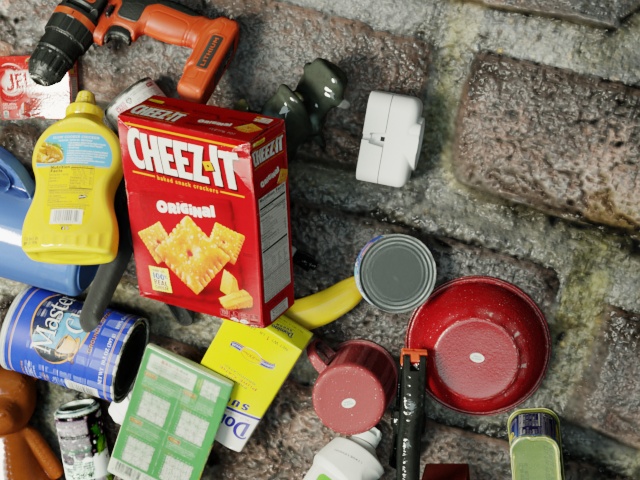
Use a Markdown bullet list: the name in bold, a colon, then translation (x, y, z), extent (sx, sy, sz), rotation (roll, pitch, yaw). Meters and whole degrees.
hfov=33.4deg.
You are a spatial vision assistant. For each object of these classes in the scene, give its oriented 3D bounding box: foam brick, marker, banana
- **foam brick**: translation (0.139, 0.285, 1.185), extent (0.051, 0.078, 0.053), rotation (-3, 97, 12)
- **marker**: translation (-0.058, 0.001, 1.202), extent (0.121, 0.020, 0.020), rotation (28, 104, 5)
- **banana**: translation (-0.039, 0.073, 1.202), extent (0.198, 0.037, 0.069), rotation (-1, 101, 11)

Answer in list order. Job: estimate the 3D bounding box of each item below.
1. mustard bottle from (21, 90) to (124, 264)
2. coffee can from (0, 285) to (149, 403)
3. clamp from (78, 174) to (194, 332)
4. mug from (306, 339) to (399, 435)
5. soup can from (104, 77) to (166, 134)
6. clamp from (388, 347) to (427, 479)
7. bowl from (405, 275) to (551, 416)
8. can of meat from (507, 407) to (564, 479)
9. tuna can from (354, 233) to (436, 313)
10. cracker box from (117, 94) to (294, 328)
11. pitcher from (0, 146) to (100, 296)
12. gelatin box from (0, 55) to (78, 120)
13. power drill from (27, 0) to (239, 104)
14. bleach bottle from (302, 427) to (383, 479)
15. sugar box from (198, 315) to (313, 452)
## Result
- **mustard bottle**: translation (-0.257, -0.071, 1.132), extent (0.096, 0.058, 0.191), rotation (0, 69, 2)
- **coffee can**: translation (-0.281, 0.118, 1.223), extent (0.140, 0.102, 0.103), rotation (16, 103, 8)
- **clamp**: translation (-0.215, 0.003, 1.177), extent (0.036, 0.164, 0.210), rotation (-11, 89, 34)
- **mug**: translation (0.029, 0.156, 1.180), extent (0.093, 0.081, 0.117), rotation (-42, 90, 15)
- **soup can**: translation (-0.181, -0.121, 1.179), extent (0.068, 0.068, 0.102), rotation (-39, 90, 15)
- **clamp**: translation (0.095, 0.203, 1.143), extent (0.039, 0.120, 0.171), rotation (-1, 113, -6)
- **bowl**: translation (0.170, 0.122, 1.161), extent (0.162, 0.055, 0.162), rotation (2, 100, 10)
- **can of meat**: translation (0.234, 0.243, 1.155), extent (0.057, 0.084, 0.102), rotation (-5, 99, 12)
- **tuna can**: translation (0.080, 0.035, 1.160), extent (0.086, 0.034, 0.086), rotation (0, 92, -8)
- **cracker box**: translation (-0.116, -0.028, 1.095), extent (0.164, 0.072, 0.214), rotation (14, 123, 27)
- **pitcher**: translation (-0.366, -0.030, 1.199), extent (0.243, 0.149, 0.145), rotation (17, 82, 4)
- **gelatin box**: translation (-0.321, -0.175, 1.216), extent (0.089, 0.030, 0.073), rotation (1, 100, 11)
- **power drill**: translation (-0.195, -0.211, 1.136), extent (0.187, 0.057, 0.184), rotation (27, 72, 1)
- **bleach bottle**: translation (0.008, 0.317, 1.162), extent (0.102, 0.068, 0.250), rotation (26, 65, 10)
- **sugar box**: translation (-0.089, 0.151, 1.198), extent (0.093, 0.048, 0.176), rotation (32, 119, 4)
